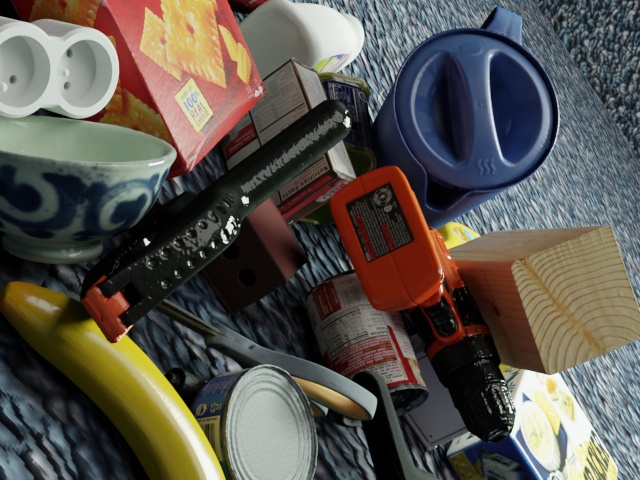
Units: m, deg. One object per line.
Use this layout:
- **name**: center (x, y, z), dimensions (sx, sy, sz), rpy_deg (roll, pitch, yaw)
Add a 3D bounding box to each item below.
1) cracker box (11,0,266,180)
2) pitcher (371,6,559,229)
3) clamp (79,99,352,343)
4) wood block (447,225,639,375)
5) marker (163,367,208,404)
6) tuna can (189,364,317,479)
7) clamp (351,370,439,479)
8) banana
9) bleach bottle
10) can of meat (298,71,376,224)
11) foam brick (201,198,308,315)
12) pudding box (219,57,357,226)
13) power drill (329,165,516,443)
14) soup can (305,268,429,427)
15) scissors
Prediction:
- **cracker box**: center (-0.125, -0.160, 0.711), dimensions (0.213, 0.072, 0.164), rpy_deg (67, 25, -18)
- **pitcher**: center (0.104, -0.087, 0.926), dimensions (0.145, 0.149, 0.243), rpy_deg (66, -14, 7)
- **clamp**: center (-0.081, -0.004, 0.599), dimensions (0.036, 0.165, 0.209), rpy_deg (56, 35, -13)
- **wood block**: center (0.164, 0.045, 0.880), dimensions (0.206, 0.090, 0.091), rpy_deg (179, -109, -76)
- **marker**: center (-0.054, 0.104, 0.668), dimensions (0.121, 0.020, 0.020), rpy_deg (33, 35, -45)
- **tuna can**: center (-0.040, 0.118, 0.633), dimensions (0.086, 0.034, 0.086), rpy_deg (25, 59, -49)
- **clamp**: center (0.046, 0.188, 0.731), dimensions (0.120, 0.039, 0.171), rpy_deg (-49, 115, -35)
- **banana**: center (-0.097, 0.099, 0.567), dimensions (0.198, 0.037, 0.069), rpy_deg (59, 23, 0)
- **bleach bottle**: center (-0.010, -0.178, 0.980), dimensions (0.068, 0.103, 0.250), rpy_deg (53, 25, -1)
- **can of meat**: center (0.006, -0.074, 0.894), dimensions (0.057, 0.102, 0.084), rpy_deg (10, 48, -19)
- **foam brick**: center (-0.055, 0.001, 0.745), dimensions (0.078, 0.053, 0.051), rpy_deg (57, 24, -4)
- **pudding box**: center (-0.030, -0.072, 0.833), dimensions (0.039, 0.090, 0.113), rpy_deg (21, 44, -54)
- **power drill**: center (0.077, 0.044, 0.767), dimensions (0.187, 0.057, 0.184), rpy_deg (50, 14, -58)
- **soup can**: center (0.033, 0.080, 0.806), dimensions (0.068, 0.069, 0.102), rpy_deg (22, 43, -54)
- **scissors**: center (-0.060, 0.071, 0.680), dimensions (0.201, 0.096, 0.016), rpy_deg (26, 65, -7)
